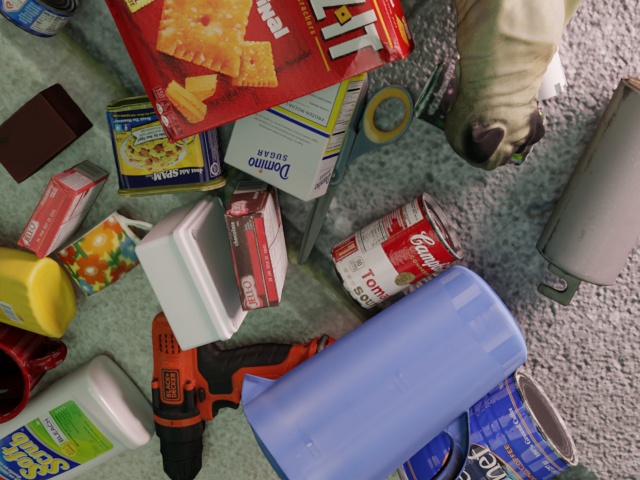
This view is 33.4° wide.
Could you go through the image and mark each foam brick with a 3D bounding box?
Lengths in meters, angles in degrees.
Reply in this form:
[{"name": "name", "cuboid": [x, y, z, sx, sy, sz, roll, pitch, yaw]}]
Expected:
[{"name": "foam brick", "cuboid": [-0.260, -0.099, 0.985, 0.078, 0.051, 0.053, -35, 100, 17]}]

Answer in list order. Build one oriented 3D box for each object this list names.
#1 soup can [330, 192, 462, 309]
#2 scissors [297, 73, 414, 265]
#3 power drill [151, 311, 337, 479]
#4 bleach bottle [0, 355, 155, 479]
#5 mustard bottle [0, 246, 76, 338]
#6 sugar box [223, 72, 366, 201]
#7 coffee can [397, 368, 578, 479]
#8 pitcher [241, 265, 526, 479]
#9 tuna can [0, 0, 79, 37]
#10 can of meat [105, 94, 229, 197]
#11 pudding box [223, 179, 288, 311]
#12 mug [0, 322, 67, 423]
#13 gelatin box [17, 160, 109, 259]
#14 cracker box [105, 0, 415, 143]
[{"name": "soup can", "cuboid": [0.068, 0.011, 0.969, 0.102, 0.068, 0.068, -30, 103, 17]}, {"name": "scissors", "cuboid": [0.032, -0.065, 0.973, 0.096, 0.016, 0.202, 8, 110, 11]}, {"name": "power drill", "cuboid": [-0.074, 0.159, 1.046, 0.188, 0.057, 0.184, 1, 109, 7]}, {"name": "bleach bottle", "cuboid": [-0.293, 0.219, 1.097, 0.251, 0.068, 0.102, -34, 101, 20]}, {"name": "mustard bottle", "cuboid": [-0.332, 0.035, 1.022, 0.192, 0.058, 0.096, 13, 147, 21]}, {"name": "sugar box", "cuboid": [-0.015, -0.133, 0.932, 0.093, 0.048, 0.176, 27, 115, 18]}, {"name": "coffee can", "cuboid": [0.154, 0.199, 1.004, 0.140, 0.102, 0.103, -35, 101, 17]}, {"name": "pitcher", "cuboid": [0.064, 0.140, 0.942, 0.242, 0.145, 0.149, -35, 128, -6]}, {"name": "tuna can", "cuboid": [-0.253, -0.217, 0.925, 0.086, 0.086, 0.034, 45, 111, -9]}, {"name": "can of meat", "cuboid": [-0.140, -0.089, 0.969, 0.102, 0.057, 0.084, -5, 107, 10]}, {"name": "pudding box", "cuboid": [-0.056, 0.001, 0.959, 0.039, 0.113, 0.090, -6, 108, 6]}, {"name": "mug", "cuboid": [-0.305, 0.119, 1.052, 0.117, 0.081, 0.093, -13, 107, 12]}, {"name": "gelatin box", "cuboid": [-0.237, -0.030, 0.984, 0.030, 0.089, 0.073, 32, 107, 0]}, {"name": "cracker box", "cuboid": [-0.054, -0.189, 0.851, 0.214, 0.072, 0.164, -17, 105, 18]}]
